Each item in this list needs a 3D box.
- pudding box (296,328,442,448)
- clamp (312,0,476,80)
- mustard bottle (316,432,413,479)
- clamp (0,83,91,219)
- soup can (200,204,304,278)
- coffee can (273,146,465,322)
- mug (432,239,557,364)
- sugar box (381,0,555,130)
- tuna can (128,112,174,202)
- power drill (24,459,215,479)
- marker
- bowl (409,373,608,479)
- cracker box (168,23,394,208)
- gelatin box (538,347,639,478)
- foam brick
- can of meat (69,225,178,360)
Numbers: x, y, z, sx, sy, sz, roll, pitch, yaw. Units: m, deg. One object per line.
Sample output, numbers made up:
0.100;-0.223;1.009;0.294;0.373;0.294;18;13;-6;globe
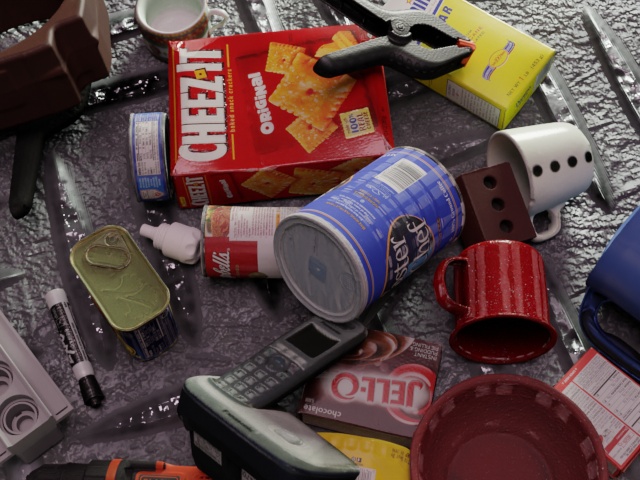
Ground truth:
0.044;0.126;0.935;0.113;0.039;0.090;11;63;7;pudding box
0.064;-0.203;1.031;0.171;0.039;0.120;1;65;-23;clamp
0.017;0.255;0.857;0.096;0.058;0.191;9;63;2;mustard bottle
-0.293;-0.116;1.069;0.165;0.036;0.209;32;65;26;clamp
-0.056;0.001;0.987;0.102;0.068;0.068;1;62;1;soup can
0.043;-0.007;0.927;0.103;0.103;0.140;41;52;20;coffee can
0.148;0.050;0.938;0.117;0.093;0.081;18;55;-22;mug
0.141;-0.197;1.098;0.176;0.048;0.093;34;69;17;sugar box
-0.161;-0.080;1.023;0.033;0.086;0.086;-4;62;-3;tuna can
-0.160;0.268;0.857;0.184;0.057;0.187;0;63;6;power drill
-0.223;0.098;0.969;0.020;0.020;0.121;-23;64;-10;marker
0.153;0.195;0.886;0.162;0.055;0.162;-1;62;1;bowl
-0.040;-0.126;1.051;0.213;0.072;0.164;-5;61;0;cracker box
0.244;0.149;0.923;0.089;0.030;0.073;40;69;20;gelatin box
0.157;-0.026;0.992;0.053;0.051;0.078;-15;76;-16;foam brick
-0.173;0.050;0.956;0.057;0.084;0.102;-33;66;-15;can of meat
